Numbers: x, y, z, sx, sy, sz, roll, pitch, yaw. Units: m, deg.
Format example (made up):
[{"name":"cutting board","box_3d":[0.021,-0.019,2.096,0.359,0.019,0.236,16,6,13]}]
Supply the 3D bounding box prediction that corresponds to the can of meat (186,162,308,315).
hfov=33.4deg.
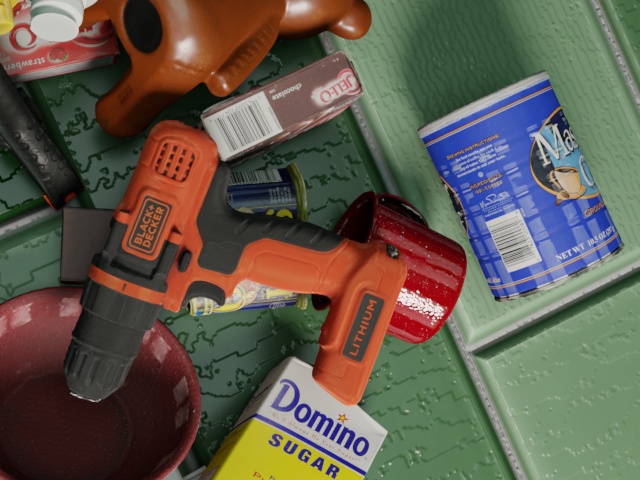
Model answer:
[{"name":"can of meat","box_3d":[-0.055,0.001,0.743,0.084,0.057,0.102,-5,118,-11]}]

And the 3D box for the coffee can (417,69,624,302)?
[{"name":"coffee can","box_3d":[0.146,-0.040,0.782,0.102,0.103,0.140,-25,92,-13]}]

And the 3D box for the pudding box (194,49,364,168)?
[{"name":"pudding box","box_3d":[-0.033,-0.087,0.751,0.113,0.090,0.039,-25,90,-13]}]

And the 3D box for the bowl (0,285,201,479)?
[{"name":"bowl","box_3d":[-0.163,0.111,0.704,0.162,0.055,0.162,13,48,-15]}]

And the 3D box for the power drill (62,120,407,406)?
[{"name":"power drill","box_3d":[-0.053,0.038,0.674,0.187,0.057,0.184,21,93,-6]}]

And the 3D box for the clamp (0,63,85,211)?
[{"name":"clamp","box_3d":[-0.199,-0.079,0.687,0.039,0.120,0.171,-37,128,-5]}]

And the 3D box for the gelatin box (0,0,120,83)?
[{"name":"gelatin box","box_3d":[-0.192,-0.154,0.751,0.089,0.030,0.073,-14,89,-13]}]

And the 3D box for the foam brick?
[{"name":"foam brick","box_3d":[-0.141,0.005,0.739,0.078,0.053,0.051,3,85,-13]}]

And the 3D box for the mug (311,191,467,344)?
[{"name":"mug","box_3d":[0.052,0.015,0.772,0.081,0.093,0.117,25,44,-15]}]

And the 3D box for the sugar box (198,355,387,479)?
[{"name":"sugar box","box_3d":[-0.031,0.169,0.717,0.093,0.048,0.176,40,51,-7]}]
